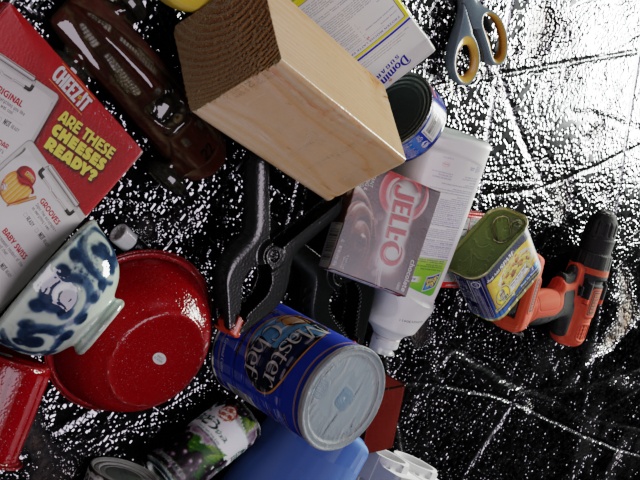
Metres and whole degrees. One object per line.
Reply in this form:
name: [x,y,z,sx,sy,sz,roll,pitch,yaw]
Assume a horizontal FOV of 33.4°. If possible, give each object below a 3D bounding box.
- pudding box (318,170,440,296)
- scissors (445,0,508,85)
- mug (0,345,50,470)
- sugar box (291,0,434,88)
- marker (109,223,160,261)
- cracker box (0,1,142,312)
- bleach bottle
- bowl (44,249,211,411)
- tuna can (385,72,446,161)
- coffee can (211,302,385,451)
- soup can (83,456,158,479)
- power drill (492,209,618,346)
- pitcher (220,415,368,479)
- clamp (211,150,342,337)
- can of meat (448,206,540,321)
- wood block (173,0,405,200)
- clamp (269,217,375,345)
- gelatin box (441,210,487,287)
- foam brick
pudding box: [0.057,-0.012,1.044,0.090,0.039,0.113,20,88,-21]
scissors: [0.140,-0.242,1.105,0.096,0.016,0.201,-54,134,-12]
mug: [-0.274,0.120,0.833,0.117,0.093,0.081,22,86,-9]
sugar box: [0.028,-0.198,0.957,0.093,0.048,0.176,-37,150,9]
marker: [-0.144,0.026,0.952,0.020,0.020,0.121,-53,134,-12]
cracker box: [-0.260,-0.045,0.780,0.213,0.072,0.164,-52,134,-15]
bleach bottle: [0.096,0.003,1.133,0.102,0.068,0.251,9,105,-32]
bowl: [-0.154,0.091,0.928,0.161,0.055,0.162,-18,125,-29]
tuna can: [0.080,-0.120,1.051,0.033,0.086,0.086,36,81,-46]
coffee can: [-0.023,0.124,1.018,0.102,0.141,0.103,-18,118,-37]
soup can: [-0.193,0.257,0.968,0.068,0.069,0.102,14,96,-45]
power drill: [0.298,0.047,1.340,0.187,0.057,0.184,4,105,-43]
pitcher: [-0.048,0.288,1.067,0.242,0.145,0.149,-56,131,-14]
clamp: [-0.056,0.001,0.973,0.120,0.039,0.171,40,72,-32]
can of meat: [0.197,0.028,1.195,0.102,0.058,0.084,-46,134,-17]
wood block: [-0.022,-0.122,0.906,0.090,0.091,0.205,-27,150,22]
clamp: [0.018,0.020,1.087,0.164,0.036,0.210,-34,123,-27]
gelatin box: [0.148,0.008,1.207,0.073,0.030,0.089,3,104,-42]
foam brick: [0.053,0.188,1.176,0.051,0.053,0.078,-2,109,-42]
